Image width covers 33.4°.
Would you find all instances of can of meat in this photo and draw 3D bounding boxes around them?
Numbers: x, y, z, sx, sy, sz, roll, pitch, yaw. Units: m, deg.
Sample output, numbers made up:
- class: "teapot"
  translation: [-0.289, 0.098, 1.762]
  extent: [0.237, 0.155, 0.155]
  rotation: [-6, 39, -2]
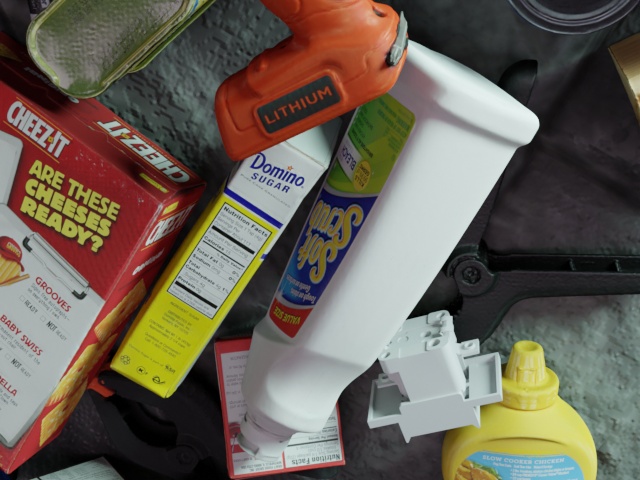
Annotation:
- class: "can of meat"
  translation: [-0.103, -0.128, 0.581]
  extent: [0.102, 0.084, 0.057]
  rotation: [-38, 103, 20]

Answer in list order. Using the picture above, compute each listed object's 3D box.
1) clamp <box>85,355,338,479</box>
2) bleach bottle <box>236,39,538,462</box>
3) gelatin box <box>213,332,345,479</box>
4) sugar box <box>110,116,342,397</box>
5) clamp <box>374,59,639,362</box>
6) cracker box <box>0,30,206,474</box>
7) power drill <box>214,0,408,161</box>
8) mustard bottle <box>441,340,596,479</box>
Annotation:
- class: "clamp"
  translation: [-0.074, 0.132, 0.709]
  extent: [0.120, 0.039, 0.171]
  rotation: [-39, 107, 20]
- class: "bleach bottle"
  translation: [0.020, 0.020, 0.590]
  extent: [0.068, 0.103, 0.251]
  rotation: [18, 109, -26]
- class: "gelatin box"
  translation: [-0.026, 0.101, 0.672]
  extent: [0.073, 0.030, 0.089]
  rotation: [-7, 91, -7]
- class: "sugar box"
  translation: [-0.054, 0.001, 0.623]
  extent: [0.048, 0.093, 0.176]
  rotation: [30, 112, -6]
- class: "clamp"
  translation: [0.101, 0.017, 0.638]
  extent: [0.164, 0.036, 0.210]
  rotation: [43, 113, -9]
- class: "cracker box"
  translation: [-0.191, 0.007, 0.644]
  extent: [0.164, 0.072, 0.214]
  rotation: [36, 113, 6]
- class: "power drill"
  translation: [-0.059, -0.129, 0.488]
  extent: [0.185, 0.057, 0.187]
  rotation: [-21, 122, 25]
- class: "mustard bottle"
  translation: [0.125, 0.152, 0.680]
  extent: [0.096, 0.058, 0.192]
  rotation: [2, 113, 5]
